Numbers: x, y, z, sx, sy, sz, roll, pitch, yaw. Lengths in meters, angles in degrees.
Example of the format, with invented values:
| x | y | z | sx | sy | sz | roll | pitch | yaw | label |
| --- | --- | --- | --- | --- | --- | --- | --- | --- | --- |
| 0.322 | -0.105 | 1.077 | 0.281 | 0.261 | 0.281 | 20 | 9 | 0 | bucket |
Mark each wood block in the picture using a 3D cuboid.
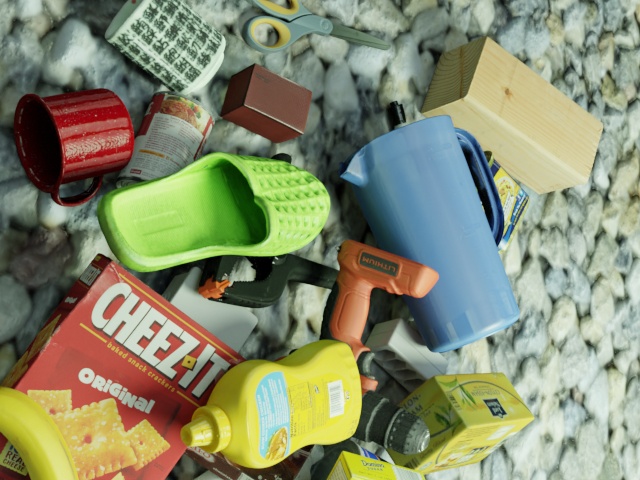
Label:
| x | y | z | sx | sy | sz | roll | pitch | yaw | label |
| --- | --- | --- | --- | --- | --- | --- | --- | --- | --- |
| 0.238 | -0.150 | 1.311 | 0.205 | 0.090 | 0.090 | 31 | 67 | -25 | wood block |

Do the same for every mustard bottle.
| x | y | z | sx | sy | sz | roll | pitch | yaw | label |
| --- | --- | --- | --- | --- | --- | --- | --- | --- | --- |
| -0.046 | 0.154 | 0.971 | 0.191 | 0.058 | 0.096 | -10 | 101 | -44 | mustard bottle |

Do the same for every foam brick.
| x | y | z | sx | sy | sz | roll | pitch | yaw | label |
| --- | --- | --- | --- | --- | --- | --- | --- | --- | --- |
| -0.057 | -0.146 | 1.143 | 0.078 | 0.051 | 0.053 | 24 | 69 | -28 | foam brick |

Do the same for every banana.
| x | y | z | sx | sy | sz | roll | pitch | yaw | label |
| --- | --- | --- | --- | --- | --- | --- | --- | --- | --- |
| -0.237 | 0.198 | 0.891 | 0.069 | 0.037 | 0.198 | -21 | 101 | 5 | banana |

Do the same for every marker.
| x | y | z | sx | sy | sz | roll | pitch | yaw | label |
| --- | --- | --- | --- | --- | --- | --- | --- | --- | --- |
| 0.104 | -0.106 | 1.259 | 0.020 | 0.020 | 0.121 | -18 | 91 | -34 | marker |

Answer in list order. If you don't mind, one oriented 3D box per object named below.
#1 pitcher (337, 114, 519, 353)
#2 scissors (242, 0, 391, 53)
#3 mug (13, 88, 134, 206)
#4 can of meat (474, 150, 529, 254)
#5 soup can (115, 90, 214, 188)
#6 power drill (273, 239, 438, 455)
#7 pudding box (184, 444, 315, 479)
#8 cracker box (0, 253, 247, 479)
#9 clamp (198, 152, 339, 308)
| x | y | z | sx | sy | sz | roll | pitch | yaw | label |
| --- | --- | --- | --- | --- | --- | --- | --- | --- | --- |
| 0.133 | -0.009 | 1.172 | 0.145 | 0.149 | 0.243 | 0 | 67 | -78 | pitcher |
| -0.009 | -0.229 | 1.210 | 0.201 | 0.016 | 0.096 | 27 | 70 | -26 | scissors |
| -0.230 | -0.087 | 1.007 | 0.081 | 0.093 | 0.117 | -18 | 122 | -39 | mug |
| 0.198 | -0.043 | 1.286 | 0.084 | 0.058 | 0.102 | 42 | 63 | -22 | can of meat |
| -0.154 | -0.088 | 1.060 | 0.068 | 0.069 | 0.102 | 30 | 67 | -25 | soup can |
| 0.051 | 0.105 | 1.081 | 0.187 | 0.185 | 0.057 | -67 | 157 | -5 | power drill |
| -0.067 | 0.193 | 1.033 | 0.113 | 0.039 | 0.090 | 34 | 49 | 2 | pudding box |
| -0.194 | 0.146 | 0.959 | 0.164 | 0.072 | 0.213 | 39 | 81 | -21 | cracker box |
| -0.057 | 0.001 | 1.098 | 0.209 | 0.036 | 0.164 | -25 | 91 | -52 | clamp |
